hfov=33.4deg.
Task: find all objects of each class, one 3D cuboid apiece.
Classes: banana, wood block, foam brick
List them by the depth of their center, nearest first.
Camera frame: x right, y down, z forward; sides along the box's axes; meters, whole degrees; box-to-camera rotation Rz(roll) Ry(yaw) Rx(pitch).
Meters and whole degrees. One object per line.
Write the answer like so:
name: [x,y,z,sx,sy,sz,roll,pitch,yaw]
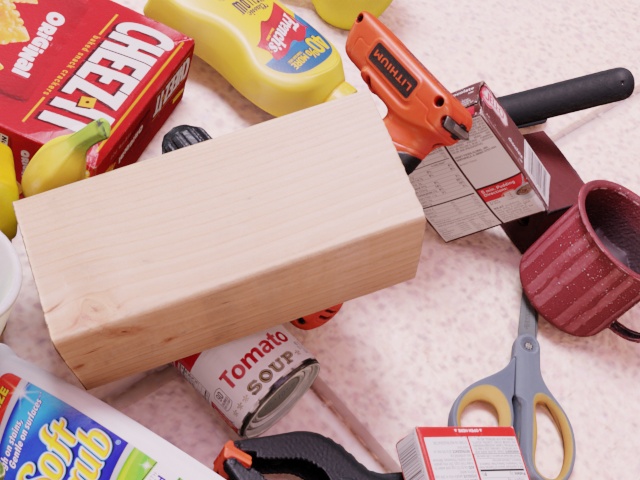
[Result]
wood block: [-0.054,0.001,0.609,0.206,0.090,0.091,-19,67,-8]
banana: [-0.139,-0.023,0.659,0.069,0.198,0.037,-7,77,2]
foam brick: [0.167,-0.039,0.838,0.051,0.053,0.078,-14,57,-27]

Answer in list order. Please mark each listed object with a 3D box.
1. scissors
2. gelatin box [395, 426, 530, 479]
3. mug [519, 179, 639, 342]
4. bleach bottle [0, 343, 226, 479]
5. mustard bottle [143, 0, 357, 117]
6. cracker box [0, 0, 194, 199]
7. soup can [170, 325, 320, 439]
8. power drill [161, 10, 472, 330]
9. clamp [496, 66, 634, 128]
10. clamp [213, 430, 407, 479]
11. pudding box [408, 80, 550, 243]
scissors: [0.128,0.081,0.750,0.096,0.016,0.202,6,50,-14]
gelatin box: [0.091,0.155,0.630,0.073,0.030,0.089,4,55,-28]
mug: [0.207,0.025,0.772,0.117,0.082,0.093,45,41,7]
bleach bottle: [-0.148,0.132,0.584,0.251,0.068,0.102,28,66,13]
mustard bottle: [-0.041,-0.150,0.847,0.191,0.058,0.096,40,41,3]
cracker box: [-0.222,-0.125,0.767,0.213,0.072,0.164,25,48,2]
soup can: [-0.058,0.065,0.667,0.102,0.069,0.068,44,52,17]
power drill: [-0.005,-0.061,0.726,0.184,0.188,0.057,49,15,21]
clamp: [0.122,-0.094,0.847,0.210,0.164,0.036,-13,91,-5]
clamp: [0.017,0.170,0.626,0.171,0.039,0.120,16,43,-9]
pudding box: [0.103,-0.054,0.771,0.113,0.090,0.039,48,37,-35]
